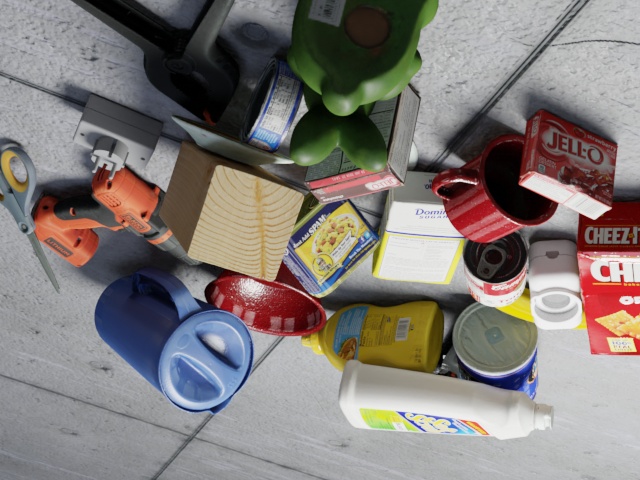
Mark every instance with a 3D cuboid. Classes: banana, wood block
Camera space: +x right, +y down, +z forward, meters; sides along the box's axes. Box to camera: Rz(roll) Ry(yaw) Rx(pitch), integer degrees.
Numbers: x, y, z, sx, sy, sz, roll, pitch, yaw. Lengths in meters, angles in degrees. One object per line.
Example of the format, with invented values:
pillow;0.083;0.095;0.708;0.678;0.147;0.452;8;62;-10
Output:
banana;0.254;0.071;1.264;0.197;0.037;0.070;23;149;-16
wood block;-0.095;-0.035;1.070;0.090;0.091;0.206;18;-174;-19

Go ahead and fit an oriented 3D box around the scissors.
scissors;-0.346;-0.031;1.282;0.096;0.016;0.201;-25;105;36

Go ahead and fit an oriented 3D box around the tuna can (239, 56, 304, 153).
tuna can;-0.045;-0.126;1.002;0.033;0.086;0.086;21;151;-15

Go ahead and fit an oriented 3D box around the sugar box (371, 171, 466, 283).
sugar box;0.113;-0.012;1.167;0.093;0.048;0.176;5;149;-3

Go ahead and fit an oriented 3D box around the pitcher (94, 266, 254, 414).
pitcher;-0.203;0.114;1.390;0.144;0.149;0.243;22;179;-37

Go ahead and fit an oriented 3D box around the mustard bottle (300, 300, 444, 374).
mustard bottle;0.061;0.128;1.389;0.192;0.096;0.058;-3;147;28

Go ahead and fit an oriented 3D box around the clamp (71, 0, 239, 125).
clamp;-0.122;-0.179;0.992;0.165;0.036;0.210;1;151;23

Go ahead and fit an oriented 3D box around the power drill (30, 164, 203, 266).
power drill;-0.252;-0.017;1.317;0.188;0.057;0.184;-12;138;35

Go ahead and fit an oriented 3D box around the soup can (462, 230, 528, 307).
soup can;0.189;0.028;1.154;0.068;0.068;0.102;7;163;12

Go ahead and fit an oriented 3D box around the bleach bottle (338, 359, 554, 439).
bleach bottle;0.155;0.200;1.301;0.251;0.068;0.102;3;149;20

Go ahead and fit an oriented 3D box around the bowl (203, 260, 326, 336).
bowl;-0.065;0.064;1.375;0.162;0.055;0.162;11;151;6

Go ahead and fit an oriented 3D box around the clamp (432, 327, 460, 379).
clamp;0.152;0.160;1.465;0.120;0.039;0.171;4;150;21

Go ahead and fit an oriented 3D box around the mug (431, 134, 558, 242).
mug;0.162;-0.048;1.039;0.117;0.093;0.082;7;161;-25

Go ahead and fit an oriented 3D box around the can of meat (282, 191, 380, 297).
can of meat;0.003;-0.002;1.142;0.084;0.102;0.058;51;167;-17

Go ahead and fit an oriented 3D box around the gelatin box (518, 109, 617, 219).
gelatin box;0.230;-0.071;0.989;0.089;0.073;0.030;23;149;-15

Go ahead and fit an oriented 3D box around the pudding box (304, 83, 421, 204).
pudding box;0.040;-0.093;0.988;0.090;0.113;0.039;-11;140;31

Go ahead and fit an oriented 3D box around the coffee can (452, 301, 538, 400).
coffee can;0.223;0.150;1.349;0.103;0.102;0.140;5;150;15
